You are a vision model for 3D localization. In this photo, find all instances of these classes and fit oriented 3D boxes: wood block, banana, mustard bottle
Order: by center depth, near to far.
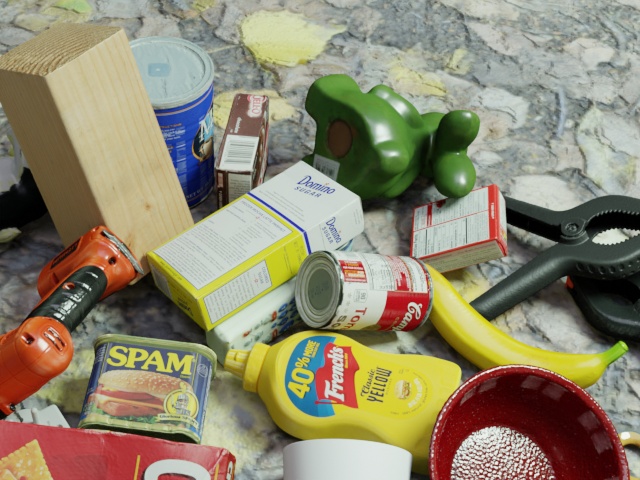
[{"bbox_3d":[0.013,0.122,0.876,0.192,0.058,0.096,14,52,9],"label":"mustard bottle"},{"bbox_3d":[0.161,0.085,0.924,0.198,0.037,0.069,22,85,20],"label":"banana"},{"bbox_3d":[-0.196,-0.076,0.934,0.091,0.206,0.090,13,42,39],"label":"wood block"}]

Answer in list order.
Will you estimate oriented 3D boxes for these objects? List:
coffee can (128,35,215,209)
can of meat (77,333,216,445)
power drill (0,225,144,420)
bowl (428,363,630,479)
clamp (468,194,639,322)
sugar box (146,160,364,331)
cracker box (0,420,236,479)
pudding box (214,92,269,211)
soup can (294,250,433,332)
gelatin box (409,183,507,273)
[{"bbox_3d":[-0.153,-0.110,1.027,0.103,0.140,0.103,2,46,-2],"label":"coffee can"},{"bbox_3d":[-0.140,0.129,0.858,0.102,0.057,0.084,7,49,-2],"label":"can of meat"},{"bbox_3d":[-0.234,0.078,0.861,0.057,0.185,0.187,50,33,-16],"label":"power drill"},{"bbox_3d":[0.150,0.179,0.814,0.162,0.055,0.162,5,67,-13],"label":"bowl"},{"bbox_3d":[0.230,-0.005,0.990,0.210,0.036,0.164,-14,43,15],"label":"clamp"},{"bbox_3d":[-0.056,0.001,0.943,0.176,0.048,0.093,-30,41,-23],"label":"sugar box"},{"bbox_3d":[-0.175,0.212,0.726,0.213,0.072,0.164,6,74,2],"label":"cracker box"},{"bbox_3d":[-0.074,-0.074,1.035,0.039,0.090,0.113,7,47,4],"label":"pudding box"},{"bbox_3d":[0.038,0.044,0.921,0.102,0.069,0.068,5,40,-36],"label":"soup can"},{"bbox_3d":[0.129,-0.008,1.004,0.089,0.030,0.073,-17,41,23],"label":"gelatin box"}]
